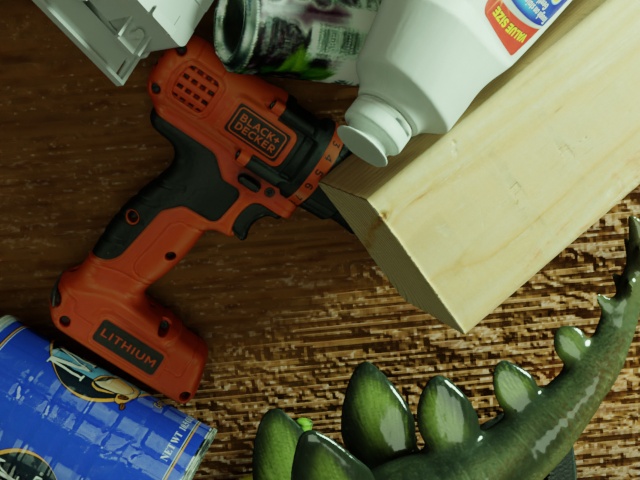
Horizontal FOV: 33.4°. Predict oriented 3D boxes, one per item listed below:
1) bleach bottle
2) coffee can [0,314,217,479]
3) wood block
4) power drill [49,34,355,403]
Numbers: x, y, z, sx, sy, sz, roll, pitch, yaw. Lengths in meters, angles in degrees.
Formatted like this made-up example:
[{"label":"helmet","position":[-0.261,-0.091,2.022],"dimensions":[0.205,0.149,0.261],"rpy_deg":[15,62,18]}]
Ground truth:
[{"label":"bleach bottle","position":[0.094,-0.136,0.519],"dimensions":[0.068,0.102,0.250],"rpy_deg":[30,76,27]},{"label":"coffee can","position":[-0.145,0.121,0.616],"dimensions":[0.140,0.102,0.103],"rpy_deg":[29,103,1]},{"label":"wood block","position":[0.113,-0.057,0.570],"dimensions":[0.206,0.091,0.090],"rpy_deg":[-39,108,-7]},{"label":"power drill","position":[-0.054,0.001,0.625],"dimensions":[0.184,0.057,0.188],"rpy_deg":[34,100,-12]}]
